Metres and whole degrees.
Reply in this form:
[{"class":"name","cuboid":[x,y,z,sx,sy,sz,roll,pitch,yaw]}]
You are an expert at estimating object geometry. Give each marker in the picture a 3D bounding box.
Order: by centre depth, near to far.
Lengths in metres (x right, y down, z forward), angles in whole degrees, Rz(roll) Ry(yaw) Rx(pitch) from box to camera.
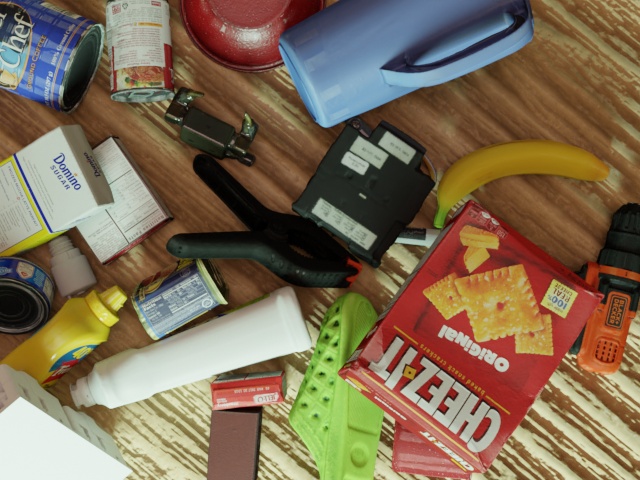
[{"class":"marker","cuboid":[0.067,-0.008,1.142,0.121,0.020,0.020,6,88,0]}]

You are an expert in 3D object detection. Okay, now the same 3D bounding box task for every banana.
[{"class":"banana","cuboid":[0.206,-0.073,1.138,0.198,0.037,0.069,-16,105,1]}]

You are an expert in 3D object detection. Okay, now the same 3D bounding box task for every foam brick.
[{"class":"foam brick","cuboid":[-0.090,0.214,1.119,0.051,0.053,0.078,4,88,0]}]

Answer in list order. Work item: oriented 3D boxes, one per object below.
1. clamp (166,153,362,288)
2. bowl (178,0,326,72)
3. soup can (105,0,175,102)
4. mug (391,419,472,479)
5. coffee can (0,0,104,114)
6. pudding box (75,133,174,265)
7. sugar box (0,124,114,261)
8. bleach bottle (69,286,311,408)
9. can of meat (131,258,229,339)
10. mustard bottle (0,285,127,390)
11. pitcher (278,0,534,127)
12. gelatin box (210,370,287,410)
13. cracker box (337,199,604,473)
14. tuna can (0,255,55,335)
[{"class":"clamp","cuboid":[-0.057,0.001,1.095,0.210,0.164,0.036,28,125,-6]},{"class":"bowl","cuboid":[-0.074,-0.263,1.135,0.162,0.055,0.162,0,88,0]},{"class":"soup can","cuboid":[-0.190,-0.202,1.127,0.068,0.068,0.102,-4,87,0]},{"class":"mug","cuboid":[0.118,0.192,1.107,0.081,0.093,0.117,5,57,5]},{"class":"coffee can","cuboid":[-0.311,-0.204,1.111,0.140,0.103,0.103,22,88,1]},{"class":"pudding box","cuboid":[-0.224,-0.043,1.137,0.090,0.039,0.113,-34,90,0]},{"class":"sugar box","cuboid":[-0.305,-0.041,1.105,0.176,0.048,0.093,-25,89,19]},{"class":"bleach bottle","cuboid":[-0.136,0.119,1.097,0.251,0.102,0.068,-20,88,-1]},{"class":"can of meat","cuboid":[-0.144,0.053,1.101,0.084,0.102,0.057,-30,100,1]},{"class":"mustard bottle","cuboid":[-0.277,0.115,1.102,0.191,0.096,0.058,-41,83,-1]},{"class":"pitcher","cuboid":[0.088,-0.208,1.083,0.243,0.149,0.145,-27,86,-1]},{"class":"gelatin box","cuboid":[-0.073,0.154,1.102,0.073,0.089,0.030,-6,88,0]},{"class":"cracker box","cuboid":[0.146,0.092,1.036,0.164,0.072,0.213,37,76,2]},{"class":"tuna can","cuboid":[-0.322,0.059,1.111,0.086,0.033,0.086,0,131,0]}]
